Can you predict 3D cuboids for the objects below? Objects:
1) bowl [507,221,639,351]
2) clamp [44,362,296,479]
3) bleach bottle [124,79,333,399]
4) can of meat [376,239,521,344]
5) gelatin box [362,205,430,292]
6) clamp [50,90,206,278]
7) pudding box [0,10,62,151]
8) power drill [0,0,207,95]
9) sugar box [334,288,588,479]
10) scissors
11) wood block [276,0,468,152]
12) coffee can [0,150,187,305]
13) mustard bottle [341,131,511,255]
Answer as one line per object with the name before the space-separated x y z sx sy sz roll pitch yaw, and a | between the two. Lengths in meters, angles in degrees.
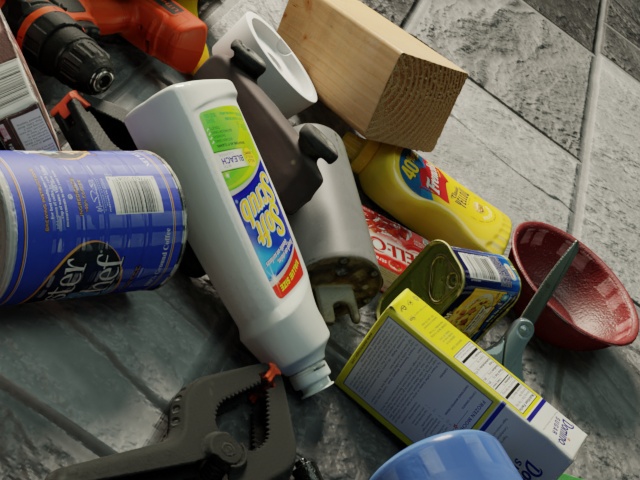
bowl | 0.242 0.057 1.081 0.162 0.055 0.162 25 36 -20
clamp | -0.062 0.155 0.693 0.164 0.036 0.209 40 33 3
bleach bottle | -0.055 0.001 0.821 0.251 0.068 0.102 63 27 3
can of meat | 0.113 0.051 0.924 0.083 0.102 0.057 9 42 -40
gelatin box | 0.061 0.013 0.983 0.089 0.030 0.073 28 35 -16
clamp | -0.136 -0.058 0.854 0.171 0.039 0.120 49 23 -15
pudding box | -0.229 -0.108 0.796 0.039 0.090 0.113 -22 60 -8
power drill | -0.189 -0.180 0.920 0.185 0.057 0.187 39 28 28
sugar box | 0.105 0.128 0.815 0.176 0.093 0.048 39 34 11
scissors | 0.177 0.097 0.908 0.201 0.016 0.096 -38 99 -17
wood block | 0.042 -0.179 1.083 0.090 0.090 0.206 8 25 -37
coffee can | -0.176 -0.010 0.720 0.140 0.103 0.103 -5 53 -47
mustard bottle | 0.099 -0.046 1.064 0.191 0.058 0.096 35 32 -5
